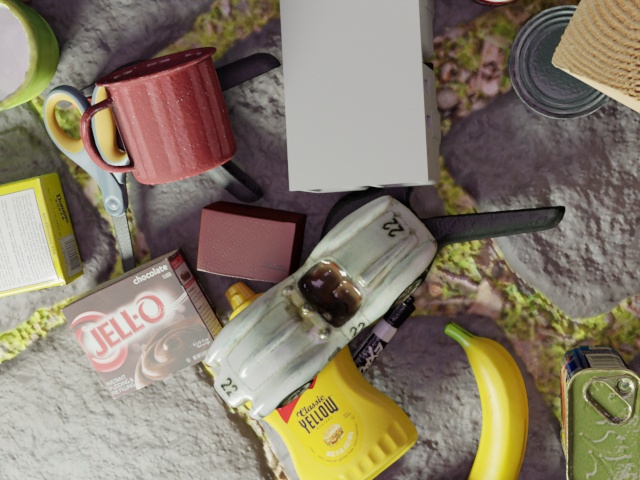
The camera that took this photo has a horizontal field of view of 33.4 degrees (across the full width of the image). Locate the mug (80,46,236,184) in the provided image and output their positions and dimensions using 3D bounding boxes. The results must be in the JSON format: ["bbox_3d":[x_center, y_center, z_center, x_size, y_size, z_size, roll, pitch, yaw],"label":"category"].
[{"bbox_3d":[-0.121,-0.088,0.794,0.117,0.093,0.081,-24,110,-26],"label":"mug"}]

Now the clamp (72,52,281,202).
[{"bbox_3d":[-0.112,-0.110,0.861,0.171,0.039,0.120,19,101,4],"label":"clamp"}]

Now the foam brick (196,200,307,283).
[{"bbox_3d":[-0.056,0.001,0.865,0.078,0.051,0.053,10,101,6],"label":"foam brick"}]

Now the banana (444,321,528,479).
[{"bbox_3d":[0.135,0.164,0.876,0.070,0.037,0.198,5,98,26],"label":"banana"}]

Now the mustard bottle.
[{"bbox_3d":[-0.015,0.112,0.860,0.096,0.058,0.192,-41,75,10],"label":"mustard bottle"}]

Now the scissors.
[{"bbox_3d":[-0.185,-0.043,0.878,0.096,0.016,0.202,15,116,14],"label":"scissors"}]

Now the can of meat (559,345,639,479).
[{"bbox_3d":[0.217,0.138,0.834,0.057,0.084,0.102,-1,99,8],"label":"can of meat"}]

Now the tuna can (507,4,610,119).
[{"bbox_3d":[0.187,-0.137,0.821,0.086,0.033,0.086,1,99,7],"label":"tuna can"}]

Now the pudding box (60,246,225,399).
[{"bbox_3d":[-0.144,0.069,0.883,0.114,0.039,0.090,-26,102,17],"label":"pudding box"}]

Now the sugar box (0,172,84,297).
[{"bbox_3d":[-0.298,0.007,0.901,0.176,0.048,0.093,-11,97,13],"label":"sugar box"}]

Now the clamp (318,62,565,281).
[{"bbox_3d":[0.064,-0.027,0.852,0.210,0.036,0.164,-36,83,14],"label":"clamp"}]

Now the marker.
[{"bbox_3d":[0.039,0.093,0.883,0.020,0.020,0.121,37,101,0],"label":"marker"}]
